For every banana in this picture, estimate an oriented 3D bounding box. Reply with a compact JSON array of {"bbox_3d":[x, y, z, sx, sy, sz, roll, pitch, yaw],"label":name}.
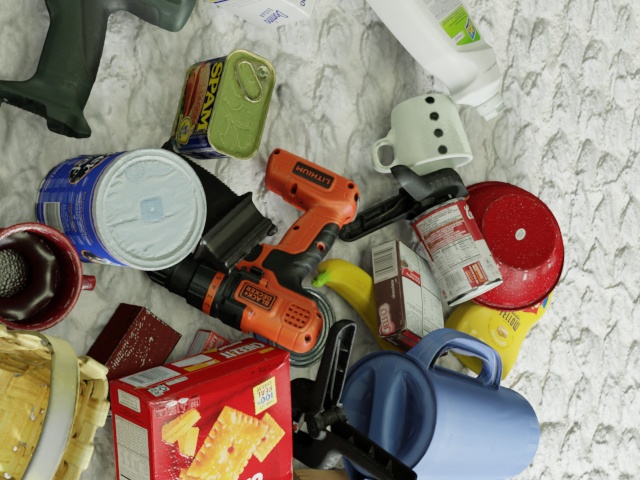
[{"bbox_3d":[0.050,0.077,1.160,0.197,0.037,0.069,45,48,-34],"label":"banana"}]

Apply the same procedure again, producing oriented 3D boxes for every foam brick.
[{"bbox_3d":[-0.179,0.105,1.000,0.051,0.053,0.078,43,69,-28],"label":"foam brick"}]

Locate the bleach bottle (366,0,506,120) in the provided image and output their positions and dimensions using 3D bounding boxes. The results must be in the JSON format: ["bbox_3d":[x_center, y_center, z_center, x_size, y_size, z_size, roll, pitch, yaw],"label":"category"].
[{"bbox_3d":[0.116,-0.236,1.149,0.251,0.068,0.102,54,50,-8],"label":"bleach bottle"}]

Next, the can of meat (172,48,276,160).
[{"bbox_3d":[-0.096,-0.128,1.032,0.057,0.084,0.102,18,81,-33],"label":"can of meat"}]

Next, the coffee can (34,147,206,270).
[{"bbox_3d":[-0.179,-0.028,0.943,0.102,0.141,0.103,-1,92,-35],"label":"coffee can"}]

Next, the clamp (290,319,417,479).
[{"bbox_3d":[0.005,0.164,1.040,0.036,0.210,0.164,-17,89,-33],"label":"clamp"}]

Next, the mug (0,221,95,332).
[{"bbox_3d":[-0.254,0.031,0.928,0.117,0.082,0.093,4,89,-34],"label":"mug"}]

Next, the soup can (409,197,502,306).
[{"bbox_3d":[0.149,0.013,1.170,0.068,0.069,0.102,-17,77,-33],"label":"soup can"}]

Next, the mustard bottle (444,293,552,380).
[{"bbox_3d":[0.227,0.067,1.276,0.096,0.058,0.191,45,67,-19],"label":"mustard bottle"}]

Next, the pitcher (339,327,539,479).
[{"bbox_3d":[0.140,0.191,1.154,0.242,0.149,0.145,18,58,-47],"label":"pitcher"}]

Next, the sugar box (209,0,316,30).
[{"bbox_3d":[-0.095,-0.263,1.023,0.176,0.094,0.048,21,80,-34],"label":"sugar box"}]

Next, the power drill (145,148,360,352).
[{"bbox_3d":[-0.057,0.001,1.050,0.184,0.057,0.187,26,63,6],"label":"power drill"}]

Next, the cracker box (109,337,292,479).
[{"bbox_3d":[-0.105,0.216,1.001,0.163,0.072,0.214,-14,109,-41],"label":"cracker box"}]

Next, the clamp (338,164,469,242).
[{"bbox_3d":[0.106,-0.052,1.165,0.171,0.120,0.039,-18,73,-37],"label":"clamp"}]

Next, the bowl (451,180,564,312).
[{"bbox_3d":[0.219,-0.002,1.230,0.162,0.055,0.162,4,72,-13],"label":"bowl"}]

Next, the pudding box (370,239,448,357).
[{"bbox_3d":[0.097,0.066,1.160,0.090,0.039,0.113,34,45,-46],"label":"pudding box"}]

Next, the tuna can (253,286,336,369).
[{"bbox_3d":[-0.027,0.090,1.116,0.085,0.034,0.086,-1,92,-34],"label":"tuna can"}]
